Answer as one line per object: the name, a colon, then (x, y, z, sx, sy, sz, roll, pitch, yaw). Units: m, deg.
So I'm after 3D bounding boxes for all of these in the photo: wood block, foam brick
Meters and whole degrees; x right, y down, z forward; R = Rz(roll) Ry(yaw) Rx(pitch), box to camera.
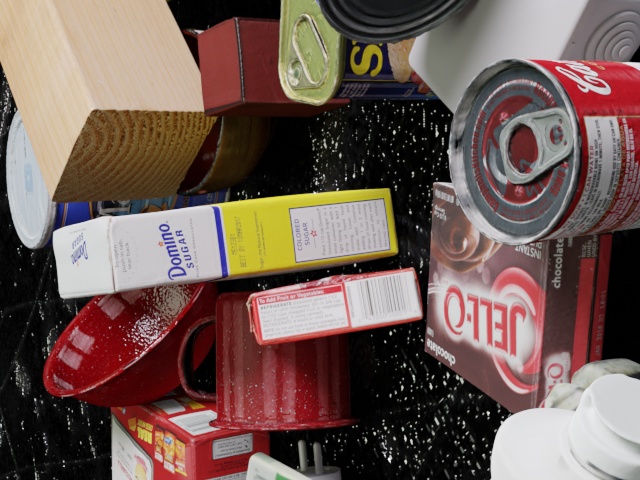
wood block: (-0.157, -0.134, 0.714, 0.090, 0.090, 0.206, -54, 53, 42)
foam brick: (-0.028, -0.105, 0.653, 0.053, 0.078, 0.051, -6, 88, 56)

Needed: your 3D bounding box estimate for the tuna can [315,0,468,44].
tuna can: (0.032, -0.127, 0.449, 0.034, 0.086, 0.086, 63, 142, 35)

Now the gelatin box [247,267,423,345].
gelatin box: (0.007, 0.036, 0.579, 0.073, 0.089, 0.030, 78, -177, -86)

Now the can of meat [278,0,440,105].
can of meat: (0.029, -0.121, 0.551, 0.058, 0.083, 0.102, 21, 111, 56)

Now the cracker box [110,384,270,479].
cracker box: (-0.100, 0.228, 0.818, 0.164, 0.072, 0.214, 10, 103, 58)

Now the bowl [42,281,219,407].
bowl: (-0.132, 0.074, 0.816, 0.055, 0.162, 0.162, 52, 159, -25)

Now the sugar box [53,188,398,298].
sugar box: (-0.054, 0.000, 0.613, 0.093, 0.175, 0.048, -9, 87, 59)

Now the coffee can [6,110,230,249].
coffee can: (-0.152, -0.049, 0.801, 0.103, 0.140, 0.103, 11, 103, 58)

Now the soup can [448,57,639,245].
soup can: (0.110, -0.035, 0.412, 0.069, 0.102, 0.068, 12, 104, 58)

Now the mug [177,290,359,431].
mug: (-0.034, 0.073, 0.662, 0.117, 0.093, 0.081, -3, 85, 22)

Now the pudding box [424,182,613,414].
pudding box: (0.088, 0.024, 0.497, 0.114, 0.039, 0.090, -146, 57, -69)
